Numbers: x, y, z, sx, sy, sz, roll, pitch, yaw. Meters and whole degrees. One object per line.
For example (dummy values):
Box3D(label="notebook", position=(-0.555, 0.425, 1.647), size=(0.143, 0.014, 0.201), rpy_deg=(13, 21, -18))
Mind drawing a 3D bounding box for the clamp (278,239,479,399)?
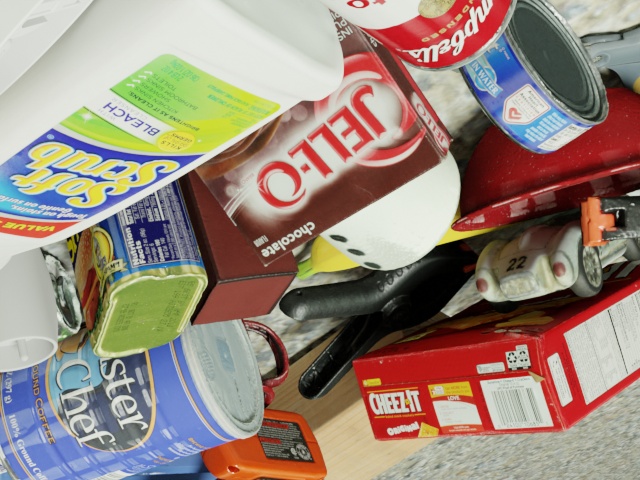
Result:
Box3D(label="clamp", position=(0.043, 0.042, 0.793), size=(0.171, 0.039, 0.120), rpy_deg=(-36, 149, -10))

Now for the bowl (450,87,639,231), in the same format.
Box3D(label="bowl", position=(0.152, -0.052, 0.653), size=(0.162, 0.055, 0.162), rpy_deg=(-14, 173, -2))

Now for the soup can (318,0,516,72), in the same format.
Box3D(label="soup can", position=(0.030, -0.118, 0.436), size=(0.069, 0.068, 0.102), rpy_deg=(-31, 153, 25))

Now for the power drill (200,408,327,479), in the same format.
Box3D(label="power drill", position=(-0.101, 0.192, 0.769), size=(0.184, 0.057, 0.188), rpy_deg=(14, 130, -46))

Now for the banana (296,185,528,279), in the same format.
Box3D(label="banana", position=(0.076, -0.014, 0.737), size=(0.197, 0.037, 0.070), rpy_deg=(-14, 179, -7))

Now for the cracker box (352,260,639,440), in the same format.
Box3D(label="cracker box", position=(0.155, 0.077, 0.785), size=(0.165, 0.072, 0.213), rpy_deg=(-14, -176, 45))

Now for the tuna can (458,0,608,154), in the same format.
Box3D(label="tuna can", position=(0.105, -0.087, 0.536), size=(0.034, 0.086, 0.085), rpy_deg=(-35, 152, 34))

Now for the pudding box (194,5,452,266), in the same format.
Box3D(label="pudding box", position=(-0.006, -0.053, 0.518), size=(0.114, 0.090, 0.039), rpy_deg=(-30, -168, 26))

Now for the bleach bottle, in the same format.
Box3D(label="bleach bottle", position=(-0.115, -0.043, 0.490), size=(0.251, 0.068, 0.102), rpy_deg=(-32, 145, 30))

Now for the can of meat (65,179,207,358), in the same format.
Box3D(label="can of meat", position=(-0.103, 0.005, 0.578), size=(0.057, 0.084, 0.102), rpy_deg=(-8, 154, -24))

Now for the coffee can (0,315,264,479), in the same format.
Box3D(label="coffee can", position=(-0.120, 0.093, 0.665), size=(0.140, 0.103, 0.102), rpy_deg=(-21, 157, 13))

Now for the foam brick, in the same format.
Box3D(label="foam brick", position=(-0.054, 0.001, 0.613), size=(0.051, 0.078, 0.053), rpy_deg=(-6, 150, -28))

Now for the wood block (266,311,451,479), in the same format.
Box3D(label="wood block", position=(0.028, 0.143, 0.920), size=(0.090, 0.091, 0.206), rpy_deg=(30, 127, -31))
